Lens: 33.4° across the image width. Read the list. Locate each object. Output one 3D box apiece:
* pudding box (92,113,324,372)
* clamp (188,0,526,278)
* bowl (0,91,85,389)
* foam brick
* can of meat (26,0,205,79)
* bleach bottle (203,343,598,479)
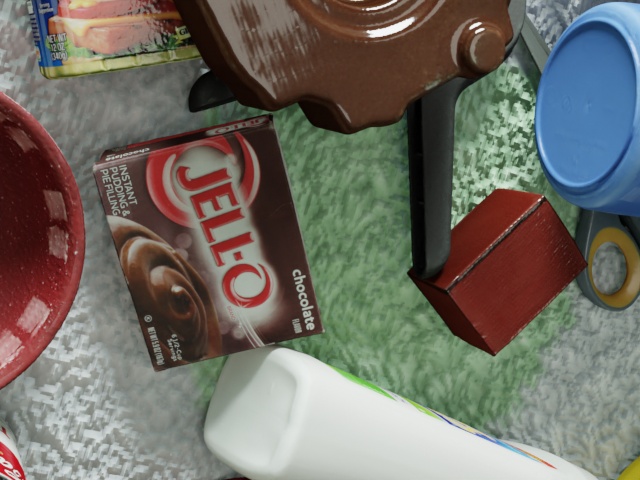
[{"bbox_3d":[-0.054,0.001,0.535,0.090,0.039,0.113,-13,108,3],"label":"pudding box"},{"bbox_3d":[0.039,-0.107,0.569,0.164,0.036,0.210,29,85,-15],"label":"clamp"},{"bbox_3d":[-0.192,-0.001,0.485,0.161,0.055,0.162,-7,105,-27],"label":"bowl"},{"bbox_3d":[0.099,0.016,0.602,0.078,0.053,0.051,-42,110,-8],"label":"foam brick"},{"bbox_3d":[-0.092,-0.126,0.508,0.102,0.057,0.084,-12,105,-18],"label":"can of meat"},{"bbox_3d":[0.067,0.126,0.593,0.250,0.103,0.068,23,84,-28],"label":"bleach bottle"}]
